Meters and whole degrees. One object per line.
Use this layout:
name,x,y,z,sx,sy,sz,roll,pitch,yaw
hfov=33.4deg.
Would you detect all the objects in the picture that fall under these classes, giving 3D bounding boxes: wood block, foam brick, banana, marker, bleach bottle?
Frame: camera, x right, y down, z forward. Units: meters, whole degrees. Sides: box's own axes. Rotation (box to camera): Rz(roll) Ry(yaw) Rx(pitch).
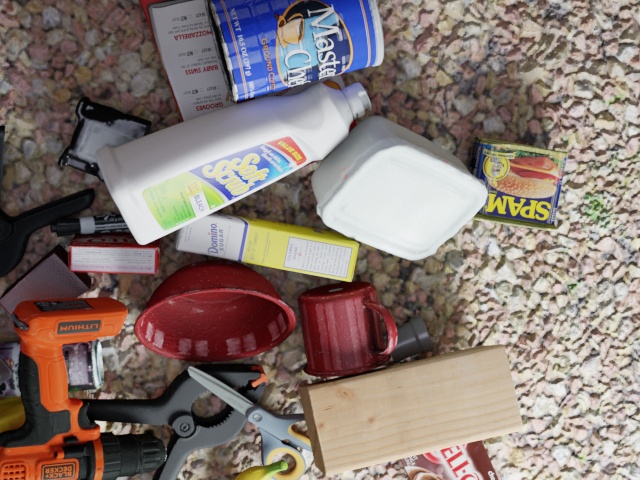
wood block,0.090,0.172,1.101,0.206,0.091,0.090,-12,86,-8
foam brick,-0.278,0.050,1.080,0.078,0.051,0.053,-40,102,1
banana,-0.075,0.323,1.157,0.070,0.037,0.198,13,110,28
marker,-0.211,-0.017,1.077,0.121,0.020,0.020,-5,102,-21
bleach bottle,-0.073,-0.088,0.986,0.250,0.068,0.102,-25,145,-5

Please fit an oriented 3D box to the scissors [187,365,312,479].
scissors,-0.072,0.201,1.131,0.201,0.016,0.096,23,106,-25

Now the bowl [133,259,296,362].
bowl,-0.107,0.065,1.077,0.162,0.162,0.055,-2,60,-7

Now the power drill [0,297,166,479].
power drill,-0.232,0.151,1.041,0.184,0.057,0.188,-1,101,-31

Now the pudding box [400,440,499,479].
pudding box,0.141,0.250,1.179,0.090,0.039,0.113,-25,103,-3

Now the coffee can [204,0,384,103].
coffee can,-0.025,-0.192,0.965,0.140,0.103,0.103,-16,103,-6

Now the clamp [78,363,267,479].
clamp,-0.155,0.186,1.127,0.210,0.036,0.164,-37,111,-1

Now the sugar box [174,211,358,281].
sugar box,-0.057,0.001,1.077,0.176,0.093,0.048,13,93,-10

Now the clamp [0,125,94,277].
clamp,-0.310,-0.016,1.071,0.120,0.039,0.171,29,100,-14

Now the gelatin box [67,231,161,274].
gelatin box,-0.205,0.011,1.070,0.089,0.073,0.030,1,101,-8

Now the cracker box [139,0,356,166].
cracker box,-0.070,-0.171,1.053,0.164,0.072,0.213,-20,103,-4

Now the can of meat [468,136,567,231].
can of meat,0.203,-0.060,1.118,0.102,0.057,0.084,8,98,-9

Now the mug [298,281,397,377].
mug,0.030,0.089,1.099,0.093,0.117,0.081,-15,100,-43
